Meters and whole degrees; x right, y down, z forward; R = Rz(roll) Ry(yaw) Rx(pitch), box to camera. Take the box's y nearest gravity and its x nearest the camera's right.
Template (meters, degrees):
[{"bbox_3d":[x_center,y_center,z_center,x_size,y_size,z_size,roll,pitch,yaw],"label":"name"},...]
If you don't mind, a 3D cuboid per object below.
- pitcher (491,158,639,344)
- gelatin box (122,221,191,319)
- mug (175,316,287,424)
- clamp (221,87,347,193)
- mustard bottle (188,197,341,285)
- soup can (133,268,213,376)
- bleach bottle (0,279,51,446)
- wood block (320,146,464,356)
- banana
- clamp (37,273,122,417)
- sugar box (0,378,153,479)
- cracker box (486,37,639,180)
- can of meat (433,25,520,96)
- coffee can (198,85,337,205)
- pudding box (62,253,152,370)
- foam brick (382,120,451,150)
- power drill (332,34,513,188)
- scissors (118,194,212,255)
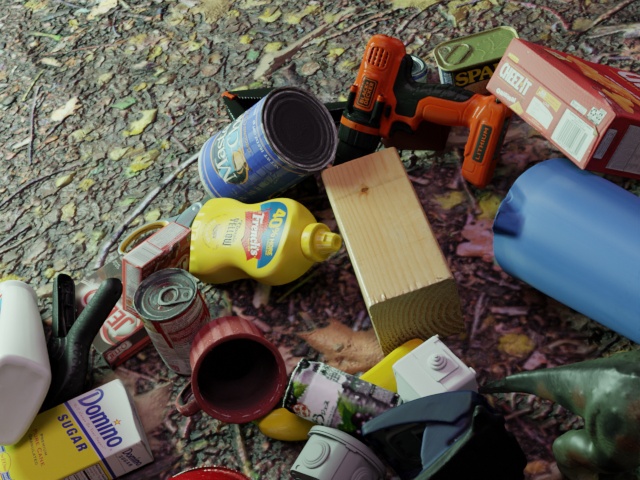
[{"bbox_3d":[0.291,0.021,0.998,0.149,0.145,0.243,-36,35,-12],"label":"pitcher"},{"bbox_3d":[-0.175,0.031,1.150,0.030,0.073,0.089,25,40,21],"label":"gelatin box"},{"bbox_3d":[-0.095,0.132,1.063,0.117,0.093,0.081,-40,18,-1],"label":"mug"},{"bbox_3d":[-0.032,-0.153,1.350,0.210,0.036,0.164,30,61,31],"label":"clamp"},{"bbox_3d":[-0.058,0.001,1.166,0.192,0.058,0.096,1,66,38],"label":"mustard bottle"},{"bbox_3d":[-0.147,0.087,1.118,0.068,0.102,0.068,-9,47,9],"label":"soup can"},{"bbox_3d":[-0.339,0.113,1.149,0.102,0.068,0.251,-59,25,9],"label":"bleach bottle"},{"bbox_3d":[0.074,0.008,1.133,0.091,0.090,0.206,-19,46,1],"label":"wood block"},{"bbox_3d":[0.020,0.154,1.051,0.197,0.037,0.070,-21,48,-2],"label":"banana"},{"bbox_3d":[-0.261,0.111,1.129,0.120,0.039,0.171,-14,63,50],"label":"clamp"},{"bbox_3d":[-0.266,0.215,1.076,0.176,0.048,0.093,-26,45,-6],"label":"sugar box"},{"bbox_3d":[0.306,-0.132,1.122,0.213,0.072,0.164,5,32,-38],"label":"cracker box"},{"bbox_3d":[0.194,-0.201,1.292,0.102,0.084,0.057,-15,46,3],"label":"can of meat"},{"bbox_3d":[-0.062,-0.102,1.222,0.141,0.102,0.102,-28,29,49],"label":"coffee can"},{"bbox_3d":[-0.227,0.079,1.195,0.090,0.039,0.114,-35,49,-16],"label":"pudding box"},{"bbox_3d":[0.116,-0.146,1.288,0.078,0.051,0.053,5,49,20],"label":"foam brick"},{"bbox_3d":[0.113,-0.124,1.223,0.188,0.184,0.057,21,19,15],"label":"power drill"},{"bbox_3d":[-0.146,-0.021,1.278,0.201,0.016,0.096,-29,48,-11],"label":"scissors"}]
